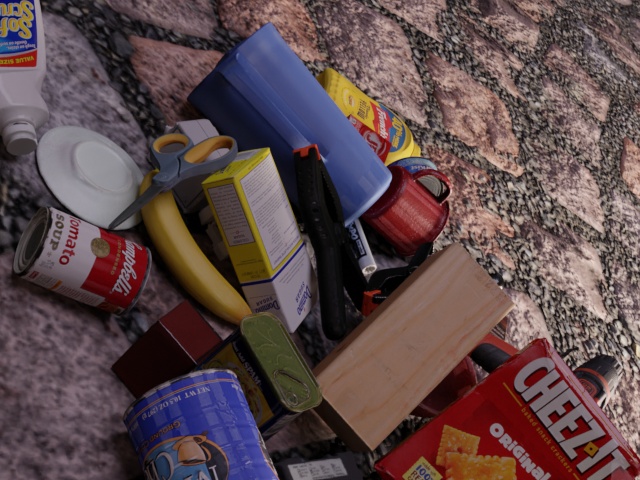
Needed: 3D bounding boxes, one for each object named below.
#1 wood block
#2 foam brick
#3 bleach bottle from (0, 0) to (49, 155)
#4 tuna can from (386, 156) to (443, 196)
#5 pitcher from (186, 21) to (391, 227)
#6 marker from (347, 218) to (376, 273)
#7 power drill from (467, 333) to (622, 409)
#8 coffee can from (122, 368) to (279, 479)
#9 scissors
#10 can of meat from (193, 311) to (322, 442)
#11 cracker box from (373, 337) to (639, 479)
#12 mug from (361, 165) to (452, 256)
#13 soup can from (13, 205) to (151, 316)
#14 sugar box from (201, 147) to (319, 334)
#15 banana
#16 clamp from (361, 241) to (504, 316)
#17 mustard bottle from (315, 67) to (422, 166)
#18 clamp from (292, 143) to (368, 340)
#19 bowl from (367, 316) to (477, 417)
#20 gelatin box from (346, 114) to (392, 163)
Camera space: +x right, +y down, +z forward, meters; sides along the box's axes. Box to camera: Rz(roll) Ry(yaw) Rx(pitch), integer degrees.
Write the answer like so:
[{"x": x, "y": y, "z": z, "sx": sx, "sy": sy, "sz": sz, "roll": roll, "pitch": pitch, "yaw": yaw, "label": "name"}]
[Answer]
[{"x": 0.083, "y": 0.107, "z": 1.068, "sx": 0.206, "sy": 0.091, "sz": 0.090, "roll": -43, "pitch": 90, "yaw": -16, "label": "wood block"}, {"x": -0.135, "y": 0.100, "z": 0.941, "sx": 0.051, "sy": 0.078, "sz": 0.052, "roll": 48, "pitch": 31, "yaw": 1, "label": "foam brick"}, {"x": -0.313, "y": -0.192, "z": 1.060, "sx": 0.102, "sy": 0.068, "sz": 0.251, "roll": 8, "pitch": 52, "yaw": -44, "label": "bleach bottle"}, {"x": 0.116, "y": -0.071, "z": 1.402, "sx": 0.086, "sy": 0.086, "sz": 0.034, "roll": 19, "pitch": 41, "yaw": -36, "label": "tuna can"}, {"x": -0.032, "y": -0.125, "z": 1.249, "sx": 0.243, "sy": 0.145, "sz": 0.149, "roll": 47, "pitch": 49, "yaw": -6, "label": "pitcher"}, {"x": 0.043, "y": -0.013, "z": 1.318, "sx": 0.020, "sy": 0.020, "sz": 0.121, "roll": 15, "pitch": 45, "yaw": -40, "label": "marker"}, {"x": 0.236, "y": 0.131, "z": 1.192, "sx": 0.188, "sy": 0.057, "sz": 0.184, "roll": 36, "pitch": 33, "yaw": 20, "label": "power drill"}, {"x": -0.090, "y": 0.191, "z": 0.873, "sx": 0.102, "sy": 0.103, "sz": 0.140, "roll": 3, "pitch": 53, "yaw": -47, "label": "coffee can"}, {"x": -0.163, "y": -0.064, "z": 1.035, "sx": 0.096, "sy": 0.016, "sz": 0.201, "roll": 20, "pitch": 36, "yaw": 32, "label": "scissors"}, {"x": -0.060, "y": 0.131, "z": 0.987, "sx": 0.057, "sy": 0.084, "sz": 0.102, "roll": -10, "pitch": 63, "yaw": -53, "label": "can of meat"}, {"x": 0.184, "y": 0.223, "z": 1.056, "sx": 0.164, "sy": 0.213, "sz": 0.072, "roll": 53, "pitch": 0, "yaw": 8, "label": "cracker box"}, {"x": 0.109, "y": -0.046, "z": 1.329, "sx": 0.081, "sy": 0.117, "sz": 0.093, "roll": 39, "pitch": 29, "yaw": -28, "label": "mug"}, {"x": -0.211, "y": 0.018, "z": 0.948, "sx": 0.102, "sy": 0.069, "sz": 0.068, "roll": 26, "pitch": 39, "yaw": -29, "label": "soup can"}, {"x": -0.058, "y": 0.001, "z": 1.098, "sx": 0.093, "sy": 0.048, "sz": 0.176, "roll": -49, "pitch": 126, "yaw": -57, "label": "sugar box"}, {"x": -0.134, "y": 0.003, "z": 1.070, "sx": 0.069, "sy": 0.037, "sz": 0.198, "roll": -18, "pitch": 75, "yaw": -42, "label": "banana"}, {"x": 0.119, "y": 0.051, "z": 1.178, "sx": 0.120, "sy": 0.039, "sz": 0.171, "roll": 16, "pitch": 30, "yaw": 37, "label": "clamp"}, {"x": 0.067, "y": -0.149, "z": 1.452, "sx": 0.191, "sy": 0.058, "sz": 0.096, "roll": 31, "pitch": 45, "yaw": -24, "label": "mustard bottle"}, {"x": 0.013, "y": 0.000, "z": 1.169, "sx": 0.164, "sy": 0.036, "sz": 0.210, "roll": 0, "pitch": 76, "yaw": -74, "label": "clamp"}, {"x": 0.098, "y": 0.138, "z": 1.188, "sx": 0.162, "sy": 0.055, "sz": 0.162, "roll": 30, "pitch": 37, "yaw": -25, "label": "bowl"}, {"x": 0.046, "y": -0.106, "z": 1.375, "sx": 0.073, "sy": 0.030, "sz": 0.089, "roll": 33, "pitch": 66, "yaw": -23, "label": "gelatin box"}]
